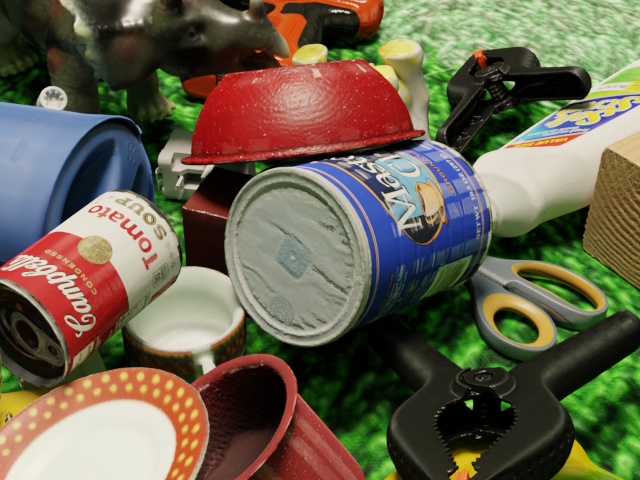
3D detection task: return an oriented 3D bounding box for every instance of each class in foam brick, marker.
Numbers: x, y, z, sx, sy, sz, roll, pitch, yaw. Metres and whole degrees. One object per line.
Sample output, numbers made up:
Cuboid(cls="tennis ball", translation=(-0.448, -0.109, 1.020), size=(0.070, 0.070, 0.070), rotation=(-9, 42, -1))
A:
Cuboid(cls="foam brick", translation=(-0.055, 0.001, 0.698), size=(0.051, 0.078, 0.053), rotation=(13, 39, 15))
Cuboid(cls="marker", translation=(-0.208, -0.085, 0.785), size=(0.020, 0.121, 0.020), rotation=(6, 76, -24))

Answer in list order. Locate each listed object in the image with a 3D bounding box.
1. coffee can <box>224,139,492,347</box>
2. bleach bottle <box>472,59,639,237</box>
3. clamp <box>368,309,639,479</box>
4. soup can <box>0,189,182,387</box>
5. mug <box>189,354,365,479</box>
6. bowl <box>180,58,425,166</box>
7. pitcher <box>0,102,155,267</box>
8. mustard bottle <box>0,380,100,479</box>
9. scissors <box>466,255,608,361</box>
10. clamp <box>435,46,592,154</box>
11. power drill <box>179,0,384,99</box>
Cuboid(cls="coffee can", translation=(0.026, -0.003, 0.648), size=(0.103, 0.103, 0.140), rotation=(30, 28, 30))
Cuboid(cls="bleach bottle", translation=(0.194, -0.063, 0.775), size=(0.250, 0.068, 0.103), rotation=(-30, 25, -31))
Cuboid(cls="clamp", translation=(0.098, 0.085, 0.571), size=(0.165, 0.036, 0.210), rotation=(-6, 19, 11))
Cuboid(cls="soup can", translation=(-0.132, 0.024, 0.589), size=(0.069, 0.068, 0.102), rotation=(22, 41, 23))
Cuboid(cls="mug", translation=(-0.037, 0.118, 0.544), size=(0.117, 0.081, 0.093), rotation=(3, 49, 49))
Cuboid(cls="bowl", translation=(-0.014, -0.086, 0.696), size=(0.162, 0.055, 0.162), rotation=(-6, 9, 1))
Cuboid(cls="pitcher", translation=(-0.245, -0.028, 0.696), size=(0.243, 0.145, 0.149), rotation=(12, 5, 18))
Cuboid(cls="mustard bottle", translation=(-0.200, 0.122, 0.565), size=(0.191, 0.058, 0.096), rotation=(-2, 45, -4))
Cuboid(cls="scissors", translation=(0.091, 0.024, 0.721), size=(0.202, 0.016, 0.096), rotation=(20, 44, 22))
Cuboid(cls="clamp", translation=(0.132, -0.115, 0.846), size=(0.120, 0.039, 0.171), rotation=(-22, 18, 0))
Cuboid(cls="power drill", translation=(-0.053, -0.188, 0.938), size=(0.184, 0.057, 0.187), rotation=(13, 42, 14))
